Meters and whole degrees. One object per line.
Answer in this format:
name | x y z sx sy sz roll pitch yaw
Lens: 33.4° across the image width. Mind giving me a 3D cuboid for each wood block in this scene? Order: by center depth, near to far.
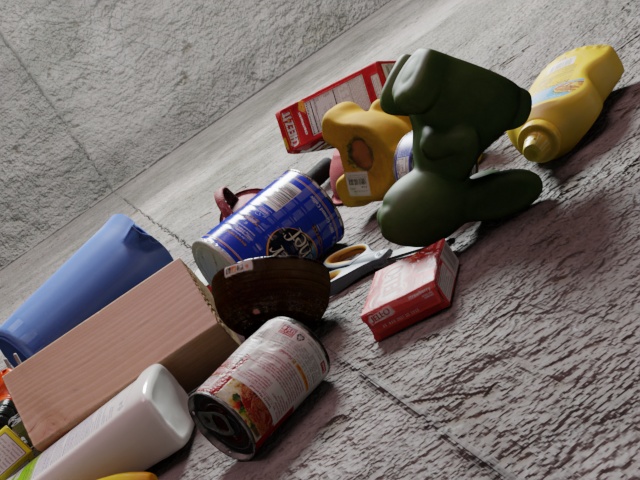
wood block | -0.189 0.122 1.043 0.206 0.091 0.090 -34 -29 -2

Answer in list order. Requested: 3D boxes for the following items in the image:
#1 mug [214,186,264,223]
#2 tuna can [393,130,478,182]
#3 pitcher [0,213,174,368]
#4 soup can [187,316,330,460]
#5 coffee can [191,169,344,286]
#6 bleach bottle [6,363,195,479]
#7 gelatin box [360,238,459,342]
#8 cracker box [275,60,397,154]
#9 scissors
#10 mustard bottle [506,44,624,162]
mug | -0.088 -0.016 1.299 0.093 0.117 0.081 -33 19 13
tuna can | 0.118 -0.075 1.086 0.086 0.086 0.034 -40 16 -24
pitcher | -0.320 0.091 1.463 0.145 0.149 0.242 8 45 47
soup can | -0.048 0.116 0.854 0.069 0.068 0.102 -16 22 52
coffee can | -0.058 0.001 1.188 0.140 0.103 0.103 -40 15 -23
bleach bottle | -0.232 0.214 0.959 0.251 0.068 0.102 -35 10 8
gelatin box | 0.077 0.040 0.907 0.073 0.030 0.089 -28 15 23
cracker box | 0.069 -0.188 1.505 0.163 0.072 0.214 -12 -6 -44
scissors | 0.046 0.029 1.045 0.096 0.016 0.202 -41 16 -20
mustard bottle | 0.236 -0.129 1.060 0.096 0.058 0.191 -21 18 37
